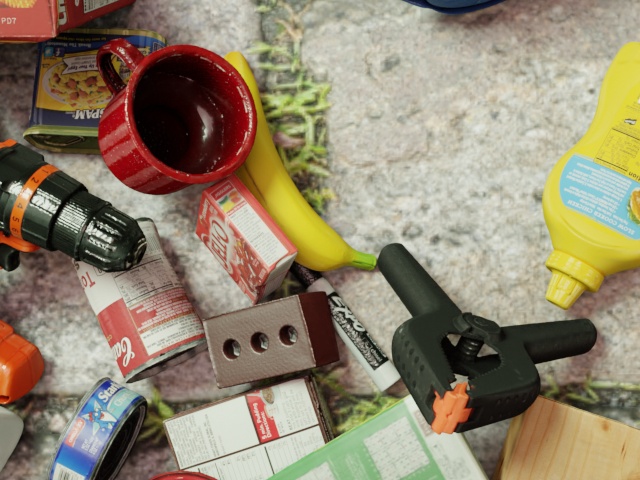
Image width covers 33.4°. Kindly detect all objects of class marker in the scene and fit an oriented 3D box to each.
[{"bbox_3d":[0.015,0.057,0.778,0.020,0.020,0.121,-38,81,0],"label":"marker"}]

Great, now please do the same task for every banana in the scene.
[{"bbox_3d":[-0.035,-0.051,0.779,0.037,0.069,0.198,-36,81,33],"label":"banana"}]

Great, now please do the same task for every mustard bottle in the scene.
[{"bbox_3d":[0.212,-0.038,0.750,0.096,0.058,0.191,29,87,18],"label":"mustard bottle"}]

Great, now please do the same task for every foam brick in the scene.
[{"bbox_3d":[-0.034,0.070,0.755,0.078,0.051,0.053,-16,84,19],"label":"foam brick"}]

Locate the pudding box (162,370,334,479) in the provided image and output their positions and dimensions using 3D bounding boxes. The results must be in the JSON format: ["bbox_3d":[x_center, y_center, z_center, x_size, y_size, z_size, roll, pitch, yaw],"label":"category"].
[{"bbox_3d":[-0.046,0.152,0.763,0.113,0.039,0.090,-19,84,5],"label":"pudding box"}]

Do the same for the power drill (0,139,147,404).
[{"bbox_3d":[-0.216,0.022,0.737,0.184,0.057,0.188,28,122,10],"label":"power drill"}]

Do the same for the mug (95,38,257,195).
[{"bbox_3d":[-0.110,-0.085,0.724,0.117,0.082,0.093,48,63,-14],"label":"mug"}]

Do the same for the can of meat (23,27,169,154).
[{"bbox_3d":[-0.164,-0.111,0.797,0.102,0.057,0.084,3,81,5],"label":"can of meat"}]

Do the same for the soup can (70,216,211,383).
[{"bbox_3d":[-0.130,0.043,0.769,0.068,0.068,0.102,-27,81,2],"label":"soup can"}]

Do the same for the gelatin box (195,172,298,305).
[{"bbox_3d":[-0.055,0.001,0.756,0.030,0.089,0.073,-36,81,-20],"label":"gelatin box"}]

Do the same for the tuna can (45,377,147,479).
[{"bbox_3d":[-0.156,0.142,0.750,0.034,0.086,0.086,26,86,6],"label":"tuna can"}]

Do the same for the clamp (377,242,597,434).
[{"bbox_3d":[0.089,0.062,0.692,0.165,0.209,0.036,24,112,14],"label":"clamp"}]
